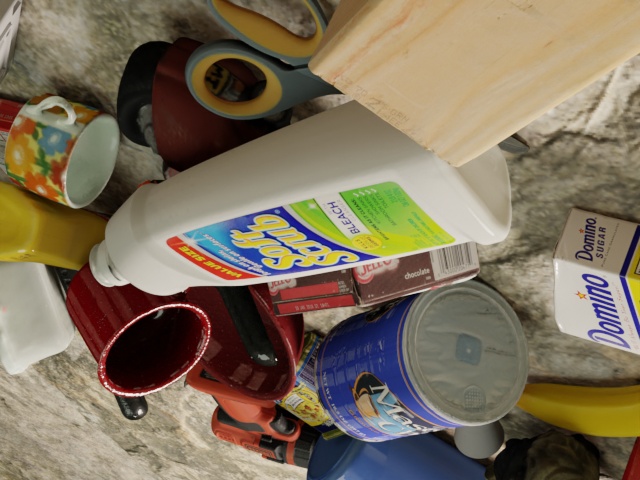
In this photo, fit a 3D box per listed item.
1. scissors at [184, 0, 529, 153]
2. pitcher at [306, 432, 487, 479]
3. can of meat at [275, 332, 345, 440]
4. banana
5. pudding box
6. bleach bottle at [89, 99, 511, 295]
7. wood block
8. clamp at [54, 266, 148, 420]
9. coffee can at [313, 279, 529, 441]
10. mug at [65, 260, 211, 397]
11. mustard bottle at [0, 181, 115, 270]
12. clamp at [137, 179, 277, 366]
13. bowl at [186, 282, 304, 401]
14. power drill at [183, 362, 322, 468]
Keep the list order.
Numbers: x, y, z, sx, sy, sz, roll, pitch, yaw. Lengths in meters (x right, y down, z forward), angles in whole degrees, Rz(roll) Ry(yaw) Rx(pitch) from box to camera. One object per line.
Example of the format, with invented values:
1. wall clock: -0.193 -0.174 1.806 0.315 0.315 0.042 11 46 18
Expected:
1. scissors: 0.011 -0.076 0.594 0.201 0.016 0.096 36 113 -17
2. pitcher: 0.103 0.267 1.042 0.242 0.149 0.145 36 152 -12
3. can of meat: -0.001 0.134 0.984 0.084 0.057 0.102 34 151 -11
4. banana: 0.221 0.115 0.780 0.069 0.037 0.198 47 149 -5
5. pudding box: 0.034 0.018 0.694 0.113 0.039 0.090 -11 -179 -39
6. bleach bottle: -0.026 -0.013 0.612 0.251 0.068 0.102 -17 141 29
7. wood block: 0.088 -0.118 0.414 0.090 0.090 0.206 32 153 -13
8. clamp: -0.218 0.048 1.000 0.165 0.036 0.210 -123 12 -54
9. coffee can: 0.071 0.092 0.794 0.102 0.102 0.141 34 153 -15
10. mug: -0.137 0.049 0.813 0.093 0.117 0.082 14 -153 -47
11. mustard bottle: -0.200 -0.002 0.865 0.096 0.058 0.191 13 177 30
12. clamp: -0.055 0.001 0.774 0.171 0.120 0.039 41 151 19
13. bowl: -0.067 0.051 0.865 0.162 0.055 0.162 29 142 26
14. power drill: -0.050 0.181 1.112 0.185 0.057 0.187 11 149 22
